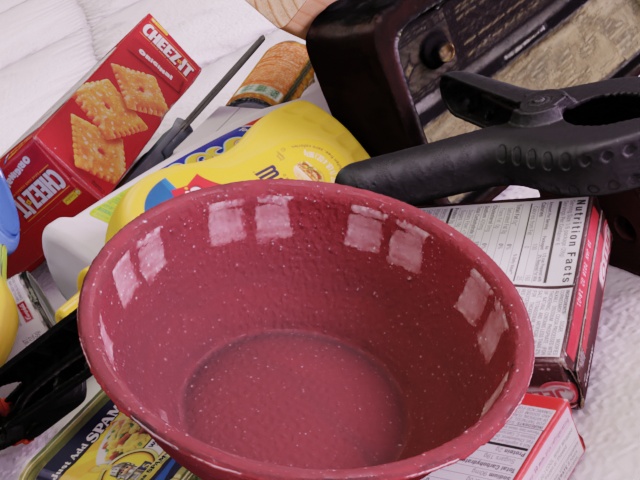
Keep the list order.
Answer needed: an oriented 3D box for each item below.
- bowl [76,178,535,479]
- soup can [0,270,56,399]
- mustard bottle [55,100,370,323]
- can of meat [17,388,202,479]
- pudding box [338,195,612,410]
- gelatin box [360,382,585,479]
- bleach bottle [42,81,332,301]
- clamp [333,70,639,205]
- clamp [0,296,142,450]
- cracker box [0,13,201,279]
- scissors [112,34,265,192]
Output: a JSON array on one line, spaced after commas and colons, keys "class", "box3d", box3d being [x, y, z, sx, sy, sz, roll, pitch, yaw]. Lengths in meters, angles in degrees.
[{"class": "bowl", "box3d": [-0.007, 0.044, 0.393, 0.162, 0.055, 0.162, 5, 37, -4]}, {"class": "soup can", "box3d": [-0.199, 0.070, 0.617, 0.102, 0.068, 0.069, -29, 26, -10]}, {"class": "mustard bottle", "box3d": [-0.054, 0.000, 0.560, 0.191, 0.096, 0.058, -31, -11, -33]}, {"class": "can of meat", "box3d": [-0.064, 0.098, 0.458, 0.084, 0.057, 0.102, 1, 36, 40]}, {"class": "pudding box", "box3d": [0.065, 0.026, 0.468, 0.114, 0.039, 0.090, -2, 48, 29]}, {"class": "gelatin box", "box3d": [0.046, 0.093, 0.398, 0.073, 0.030, 0.089, 1, 36, 41]}, {"class": "bleach bottle", "box3d": [-0.045, -0.037, 0.669, 0.103, 0.068, 0.250, 28, 52, 29]}, {"class": "clamp", "box3d": [0.101, -0.052, 0.488, 0.172, 0.039, 0.120, 0, 38, 29]}, {"class": "clamp", "box3d": [-0.163, 0.083, 0.479, 0.164, 0.036, 0.210, -25, -7, -18]}, {"class": "cracker box", "box3d": [-0.192, -0.062, 0.811, 0.164, 0.072, 0.213, -35, 18, 31]}, {"class": "scissors", "box3d": [-0.110, -0.076, 0.790, 0.202, 0.016, 0.096, -48, 13, 6]}]
